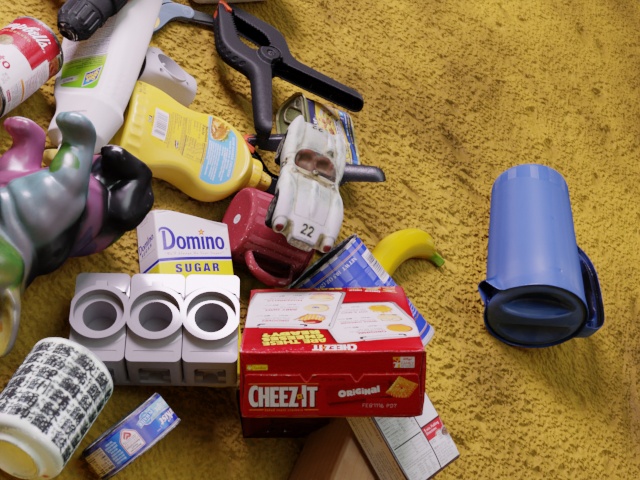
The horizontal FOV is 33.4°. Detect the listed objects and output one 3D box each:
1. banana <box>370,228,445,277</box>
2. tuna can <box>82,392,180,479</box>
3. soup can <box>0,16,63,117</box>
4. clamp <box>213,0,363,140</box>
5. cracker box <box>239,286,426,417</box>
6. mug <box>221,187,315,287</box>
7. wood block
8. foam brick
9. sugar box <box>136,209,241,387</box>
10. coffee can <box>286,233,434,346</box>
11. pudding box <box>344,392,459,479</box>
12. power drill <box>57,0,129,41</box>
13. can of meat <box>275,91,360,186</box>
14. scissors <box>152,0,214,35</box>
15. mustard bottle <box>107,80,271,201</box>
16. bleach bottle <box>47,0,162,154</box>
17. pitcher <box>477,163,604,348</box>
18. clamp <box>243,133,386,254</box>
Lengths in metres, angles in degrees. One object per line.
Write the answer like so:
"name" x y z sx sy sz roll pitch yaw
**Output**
"banana" 0.093 0.028 1.315 0.197 0.037 0.069 -28 83 -48
"tuna can" -0.167 0.173 0.942 0.034 0.086 0.086 52 41 -1
"soup can" -0.309 -0.168 1.048 0.068 0.069 0.102 46 42 -10
"clamp" -0.067 -0.204 1.262 0.210 0.036 0.164 45 45 15
"cracker box" 0.008 0.104 1.028 0.213 0.164 0.072 -94 -177 -77
"mug" -0.058 0.001 1.153 0.081 0.093 0.117 21 44 -26
"wood block" 0.024 0.254 1.061 0.090 0.090 0.205 43 42 -14
"foam brick" -0.038 0.170 1.088 0.078 0.053 0.051 8 59 -38
"sugar box" -0.132 0.058 1.081 0.093 0.048 0.176 13 57 -37
"coffee can" 0.044 0.078 1.186 0.140 0.103 0.102 51 41 -4
"pudding box" 0.078 0.188 1.058 0.089 0.039 0.113 -22 79 -48
"power drill" -0.269 -0.295 1.107 0.188 0.057 0.184 24 59 13
"can of meat" -0.002 -0.122 1.311 0.083 0.058 0.102 15 54 -37
"scissors" -0.170 -0.260 1.279 0.201 0.016 0.096 22 52 -32
"mustard bottle" -0.136 -0.095 1.168 0.191 0.058 0.096 22 60 -31
"bleach bottle" -0.236 -0.177 1.114 0.068 0.103 0.250 48 42 -45
"pitcher" 0.295 0.018 1.442 0.149 0.145 0.242 62 26 -43
"clamp" -0.023 -0.061 1.243 0.171 0.120 0.039 25 7 -4
